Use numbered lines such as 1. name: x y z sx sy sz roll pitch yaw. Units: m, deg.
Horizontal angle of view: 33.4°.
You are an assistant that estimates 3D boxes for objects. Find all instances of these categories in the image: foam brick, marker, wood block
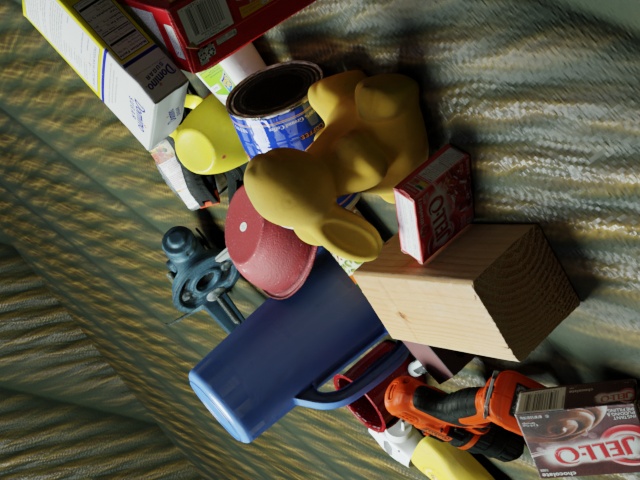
1. foam brick: 0.131 0.109 1.168 0.078 0.053 0.051 49 158 5
2. marker: 0.131 0.142 1.262 0.020 0.020 0.121 50 158 4
3. wood block: 0.132 0.044 1.016 0.091 0.090 0.206 57 157 -17

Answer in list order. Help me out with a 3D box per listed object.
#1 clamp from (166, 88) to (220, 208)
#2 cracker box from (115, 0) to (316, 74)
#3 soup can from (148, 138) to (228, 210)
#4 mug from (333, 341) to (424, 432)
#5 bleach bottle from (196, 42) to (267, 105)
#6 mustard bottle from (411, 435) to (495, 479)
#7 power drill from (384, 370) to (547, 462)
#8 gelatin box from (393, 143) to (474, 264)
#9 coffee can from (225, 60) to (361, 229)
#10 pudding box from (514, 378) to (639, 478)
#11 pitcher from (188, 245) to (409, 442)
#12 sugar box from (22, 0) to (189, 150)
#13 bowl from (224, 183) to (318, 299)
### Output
1. clamp: -0.164 -0.122 1.344 0.039 0.120 0.171 -6 133 11
2. cracker box: -0.118 -0.234 0.974 0.214 0.164 0.072 26 145 47
3. soup can: -0.175 -0.100 1.423 0.102 0.068 0.069 56 158 -14
4. mug: 0.081 0.191 1.354 0.093 0.081 0.117 25 146 48
5. bleach bottle: -0.112 -0.204 1.148 0.251 0.068 0.103 54 159 -11
6. mustard bottle: 0.201 0.324 1.357 0.192 0.058 0.096 43 158 18
7. power drill: 0.184 0.192 1.134 0.184 0.057 0.188 25 157 -22
8. gelatin box: 0.105 -0.032 0.972 0.030 0.073 0.089 35 153 35
9. coffee can: -0.025 -0.096 1.087 0.103 0.102 0.140 27 147 47
10. pudding box: 0.248 0.177 0.993 0.114 0.039 0.090 -9 123 27
11. pitcher: -0.024 0.126 1.242 0.145 0.242 0.149 55 164 -17
12. sugar box: -0.189 -0.170 0.932 0.176 0.048 0.093 45 157 6
13. bowl: -0.064 -0.015 1.207 0.162 0.055 0.162 -15 73 57
